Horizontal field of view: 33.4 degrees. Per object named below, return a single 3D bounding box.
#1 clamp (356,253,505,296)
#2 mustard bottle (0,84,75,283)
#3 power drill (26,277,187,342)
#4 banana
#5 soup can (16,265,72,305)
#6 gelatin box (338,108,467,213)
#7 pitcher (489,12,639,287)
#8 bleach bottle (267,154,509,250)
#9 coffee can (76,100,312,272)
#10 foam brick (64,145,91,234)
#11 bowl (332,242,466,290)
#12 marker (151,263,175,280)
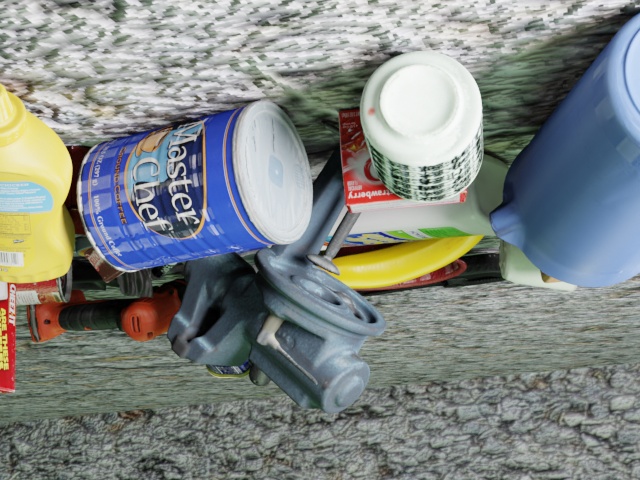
[{"bbox_3d":[0.160,0.036,1.308,0.209,0.036,0.165,-3,167,-11],"label":"clamp"},{"bbox_3d":[-0.224,-0.042,0.752,0.096,0.058,0.192,9,146,-6],"label":"mustard bottle"},{"bbox_3d":[-0.239,0.078,1.277,0.188,0.057,0.184,-5,-173,19],"label":"power drill"},{"bbox_3d":[0.091,0.005,1.025,0.198,0.037,0.069,-29,121,11],"label":"banana"},{"bbox_3d":[-0.310,0.032,1.088,0.102,0.068,0.068,-3,167,-2],"label":"soup can"},{"bbox_3d":[0.060,-0.062,0.783,0.089,0.073,0.030,-5,167,7],"label":"gelatin box"},{"bbox_3d":[0.224,-0.063,0.733,0.145,0.149,0.243,30,164,6],"label":"pitcher"},{"bbox_3d":[0.043,-0.024,0.970,0.251,0.068,0.102,-9,169,32],"label":"bleach bottle"},{"bbox_3d":[-0.091,-0.037,0.781,0.140,0.103,0.102,-10,165,26],"label":"coffee can"},{"bbox_3d":[-0.194,-0.038,0.859,0.052,0.051,0.078,6,164,-39],"label":"foam brick"},{"bbox_3d":[0.072,0.011,1.136,0.162,0.055,0.162,-4,167,-1],"label":"bowl"},{"bbox_3d":[-0.172,0.024,1.198,0.020,0.020,0.121,1,166,-20],"label":"marker"}]
